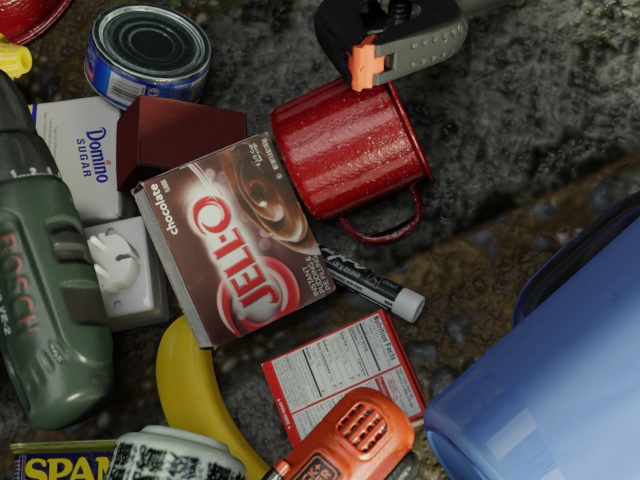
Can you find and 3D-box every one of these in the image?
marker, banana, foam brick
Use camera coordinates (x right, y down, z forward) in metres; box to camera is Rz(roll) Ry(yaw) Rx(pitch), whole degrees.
[{"bbox_3d":[0.012,0.019,0.705,0.121,0.020,0.020,27,80,17],"label":"marker"},{"bbox_3d":[-0.057,0.121,0.666,0.070,0.037,0.198,-43,62,25],"label":"banana"},{"bbox_3d":[-0.093,-0.059,0.713,0.078,0.053,0.051,8,72,-23],"label":"foam brick"}]

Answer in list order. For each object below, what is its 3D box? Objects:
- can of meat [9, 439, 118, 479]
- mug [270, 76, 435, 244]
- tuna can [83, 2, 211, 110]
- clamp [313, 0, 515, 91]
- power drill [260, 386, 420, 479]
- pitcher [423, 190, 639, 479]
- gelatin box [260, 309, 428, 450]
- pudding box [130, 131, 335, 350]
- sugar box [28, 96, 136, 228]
[{"bbox_3d":[-0.143,0.169,0.669,0.102,0.057,0.084,-4,75,9],"label":"can of meat"},{"bbox_3d":[0.024,-0.053,0.695,0.081,0.093,0.117,-24,99,8],"label":"mug"},{"bbox_3d":[-0.120,-0.127,0.744,0.086,0.034,0.086,11,46,-12],"label":"tuna can"},{"bbox_3d":[0.043,-0.152,0.689,0.165,0.036,0.209,12,35,19],"label":"clamp"},{"bbox_3d":[0.027,0.191,0.528,0.188,0.057,0.184,39,75,17],"label":"power drill"},{"bbox_3d":[0.174,0.060,0.592,0.242,0.149,0.145,-36,79,-10],"label":"pitcher"},{"bbox_3d":[0.017,0.095,0.674,0.089,0.030,0.073,-25,70,6],"label":"gelatin box"},{"bbox_3d":[-0.054,0.001,0.667,0.089,0.039,0.113,-25,91,-25],"label":"pudding box"},{"bbox_3d":[-0.219,-0.046,0.756,0.176,0.048,0.093,-4,72,6],"label":"sugar box"}]
